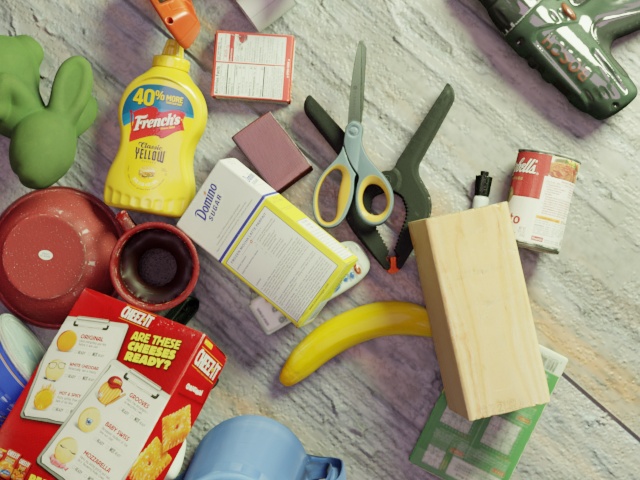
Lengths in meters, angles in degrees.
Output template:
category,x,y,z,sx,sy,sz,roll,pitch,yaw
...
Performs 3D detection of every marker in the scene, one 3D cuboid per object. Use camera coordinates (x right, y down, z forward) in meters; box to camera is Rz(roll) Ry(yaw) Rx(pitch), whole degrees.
category,x,y,z,sx,sy,sz,roll,pitch,yaw
marker,0.172,-0.016,1.166,0.020,0.020,0.121,8,89,3

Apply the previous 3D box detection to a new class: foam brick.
category,x,y,z,sx,sy,sz,roll,pitch,yaw
foam brick,-0.052,-0.094,1.162,0.051,0.053,0.078,-38,88,1

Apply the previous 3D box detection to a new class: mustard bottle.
category,x,y,z,sx,sy,sz,roll,pitch,yaw
mustard bottle,-0.174,-0.124,1.166,0.096,0.058,0.191,9,88,7

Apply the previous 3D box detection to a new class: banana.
category,x,y,z,sx,sy,sz,roll,pitch,yaw
banana,0.046,0.106,1.159,0.198,0.037,0.069,-12,87,2

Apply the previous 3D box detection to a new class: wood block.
category,x,y,z,sx,sy,sz,roll,pitch,yaw
wood block,0.163,0.071,1.106,0.090,0.091,0.206,-12,90,-6

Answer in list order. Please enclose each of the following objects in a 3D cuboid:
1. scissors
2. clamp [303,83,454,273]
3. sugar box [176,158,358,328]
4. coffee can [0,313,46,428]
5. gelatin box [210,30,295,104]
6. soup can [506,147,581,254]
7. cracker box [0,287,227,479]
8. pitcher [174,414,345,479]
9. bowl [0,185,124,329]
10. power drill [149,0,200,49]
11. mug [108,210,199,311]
category,x,y,z,sx,sy,sz,roll,pitch,yaw
scissors,0.052,-0.103,1.137,0.096,0.016,0.202,21,94,7
clamp,0.061,-0.069,1.164,0.164,0.036,0.210,2,88,3
sugar box,-0.057,0.001,1.125,0.176,0.048,0.093,41,110,12
coffee can,-0.367,0.159,1.144,0.140,0.103,0.103,-34,87,1
gelatin box,-0.074,-0.190,1.177,0.089,0.030,0.073,4,90,3
soup can,0.234,-0.041,1.140,0.068,0.068,0.102,13,89,3
cracker box,-0.216,0.174,1.074,0.164,0.072,0.213,18,69,28
pitcher,-0.070,0.256,1.058,0.145,0.243,0.149,39,91,1
bowl,-0.295,0.018,1.169,0.162,0.055,0.162,0,88,2
power drill,-0.092,-0.288,1.140,0.187,0.057,0.184,-34,58,1
mug,-0.183,0.019,1.145,0.093,0.081,0.117,-37,91,-4
